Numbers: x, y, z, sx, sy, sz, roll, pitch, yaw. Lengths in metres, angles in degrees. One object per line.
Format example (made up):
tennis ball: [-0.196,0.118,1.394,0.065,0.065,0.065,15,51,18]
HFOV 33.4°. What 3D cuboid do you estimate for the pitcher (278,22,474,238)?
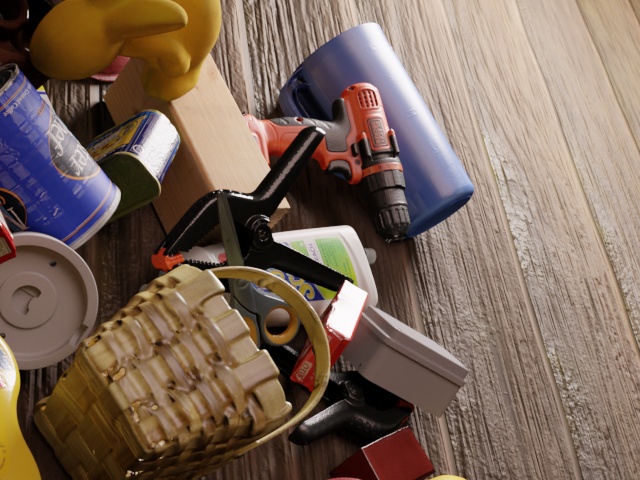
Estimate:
pitcher: [0.068,-0.124,1.272,0.243,0.149,0.145,58,8,10]

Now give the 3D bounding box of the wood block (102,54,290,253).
wood block: [-0.128,-0.090,1.081,0.090,0.091,0.206,-7,62,-45]

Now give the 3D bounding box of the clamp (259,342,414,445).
clamp: [0.016,0.149,1.044,0.171,0.039,0.120,12,43,-43]

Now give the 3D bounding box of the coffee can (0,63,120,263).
coffee can: [-0.251,-0.062,0.898,0.140,0.103,0.102,54,32,-28]

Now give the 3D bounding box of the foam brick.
foam brick: [0.059,0.219,1.009,0.078,0.053,0.051,-13,66,-49]

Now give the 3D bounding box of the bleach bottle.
bleach bottle: [-0.061,0.047,1.044,0.250,0.068,0.102,-9,77,-41]

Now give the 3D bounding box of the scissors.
scissors: [-0.056,0.036,0.961,0.096,0.202,0.016,-14,36,-31]

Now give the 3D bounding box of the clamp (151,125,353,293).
clamp: [-0.057,0.001,0.992,0.209,0.036,0.164,-27,106,-33]

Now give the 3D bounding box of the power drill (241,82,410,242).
power drill: [-0.001,-0.077,1.156,0.187,0.057,0.184,-8,73,-21]

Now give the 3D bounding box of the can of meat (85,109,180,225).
can of meat: [-0.187,-0.069,1.001,0.057,0.102,0.084,52,31,-26]

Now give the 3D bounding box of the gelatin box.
gelatin box: [0.008,0.090,1.010,0.030,0.073,0.089,32,31,-3]
